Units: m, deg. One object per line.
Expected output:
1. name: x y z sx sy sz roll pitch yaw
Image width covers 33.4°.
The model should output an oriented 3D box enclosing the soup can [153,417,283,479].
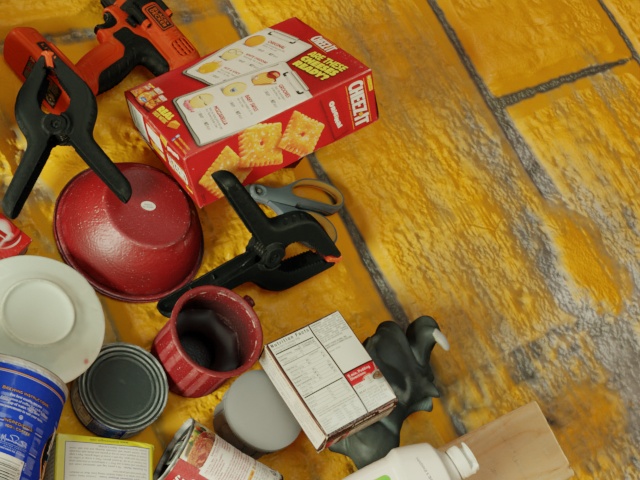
1. soup can: -0.094 0.218 0.979 0.102 0.069 0.068 34 52 -10

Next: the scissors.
1. scissors: -0.059 -0.035 1.177 0.201 0.016 0.096 1 63 -30

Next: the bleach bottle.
1. bleach bottle: 0.035 0.265 0.956 0.250 0.068 0.102 -30 78 -9

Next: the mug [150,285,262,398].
1. mug: -0.107 0.095 1.032 0.093 0.082 0.117 44 51 -1

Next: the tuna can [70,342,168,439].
1. tuna can: -0.187 0.140 0.990 0.086 0.034 0.086 14 57 -23

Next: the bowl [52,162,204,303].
1. bowl: -0.183 -0.021 1.072 0.161 0.055 0.162 14 57 -23

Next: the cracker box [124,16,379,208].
1. cracker box: -0.072 -0.138 1.107 0.213 0.072 0.164 -27 41 -17

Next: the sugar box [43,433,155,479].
1. sugar box: -0.191 0.259 0.913 0.093 0.048 0.176 12 61 -27

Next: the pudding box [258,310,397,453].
1. pudding box: 0.007 0.133 1.024 0.089 0.039 0.113 -24 64 -27

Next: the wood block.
1. wood block: 0.145 0.248 1.084 0.205 0.091 0.090 -17 73 -36

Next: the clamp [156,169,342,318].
1. clamp: -0.057 0.001 1.089 0.209 0.165 0.036 -4 35 -40

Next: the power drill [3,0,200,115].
1. power drill: -0.244 -0.223 1.151 0.184 0.057 0.187 48 52 6

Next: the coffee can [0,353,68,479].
1. coffee can: -0.275 0.176 0.874 0.102 0.103 0.140 21 55 -18

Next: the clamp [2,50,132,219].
1. clamp: -0.243 -0.102 1.034 0.120 0.039 0.171 2 73 -12

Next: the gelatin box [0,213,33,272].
1. gelatin box: -0.323 0.008 0.989 0.073 0.030 0.089 41 51 -4
